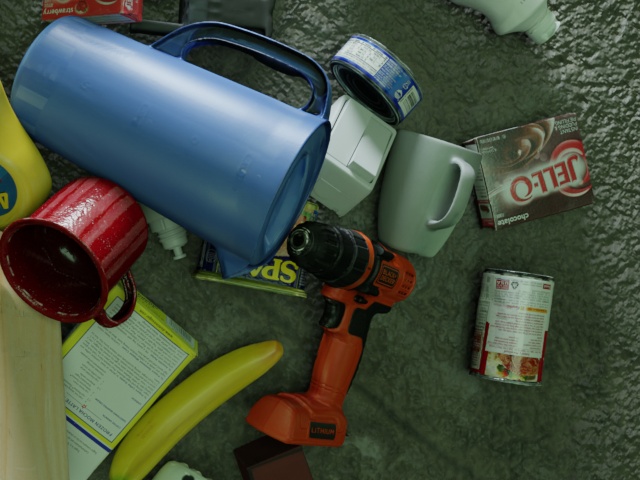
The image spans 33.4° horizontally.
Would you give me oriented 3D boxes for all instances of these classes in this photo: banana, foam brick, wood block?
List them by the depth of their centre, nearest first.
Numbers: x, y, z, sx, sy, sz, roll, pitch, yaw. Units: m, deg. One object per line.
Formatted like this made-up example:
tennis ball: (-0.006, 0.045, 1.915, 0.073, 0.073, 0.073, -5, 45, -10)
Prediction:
wood block: (-0.261, 0.105, 0.830, 0.090, 0.091, 0.206, 20, 58, -55)
banana: (-0.115, 0.153, 0.928, 0.197, 0.070, 0.037, -44, 124, -20)
foam brick: (-0.040, 0.206, 0.942, 0.053, 0.078, 0.051, -21, 96, -11)

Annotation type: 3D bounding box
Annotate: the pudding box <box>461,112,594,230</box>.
pudding box: (0.199, -0.066, 1.019, 0.113, 0.039, 0.090, -15, 95, -14)

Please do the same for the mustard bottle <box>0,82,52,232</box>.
mustard bottle: (-0.268, -0.067, 0.851, 0.058, 0.096, 0.191, -57, 136, -42)

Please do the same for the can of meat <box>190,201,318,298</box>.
can of meat: (-0.056, 0.001, 0.946, 0.102, 0.057, 0.084, 11, 86, -14)

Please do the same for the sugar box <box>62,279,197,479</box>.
sugar box: (-0.195, 0.127, 0.905, 0.093, 0.048, 0.176, 42, 94, -11)

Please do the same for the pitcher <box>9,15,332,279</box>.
pitcher: (-0.117, -0.095, 0.863, 0.243, 0.145, 0.149, 27, 44, 8)

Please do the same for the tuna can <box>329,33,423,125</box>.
tuna can: (0.049, -0.143, 0.956, 0.086, 0.086, 0.033, 43, 82, -11)

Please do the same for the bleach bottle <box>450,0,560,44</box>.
bleach bottle: (0.120, -0.269, 0.985, 0.250, 0.068, 0.102, 40, 81, -14)

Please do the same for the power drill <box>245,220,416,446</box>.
power drill: (0.004, 0.081, 0.920, 0.184, 0.057, 0.187, 22, 91, -55)

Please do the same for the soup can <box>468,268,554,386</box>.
soup can: (0.180, 0.081, 1.002, 0.068, 0.069, 0.102, 9, 88, -15)

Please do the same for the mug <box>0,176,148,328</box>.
mug: (-0.179, 0.013, 0.824, 0.117, 0.093, 0.081, 58, 35, -18)

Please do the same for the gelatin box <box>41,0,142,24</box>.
gelatin box: (-0.190, -0.220, 0.894, 0.089, 0.030, 0.073, 3, 87, 28)
